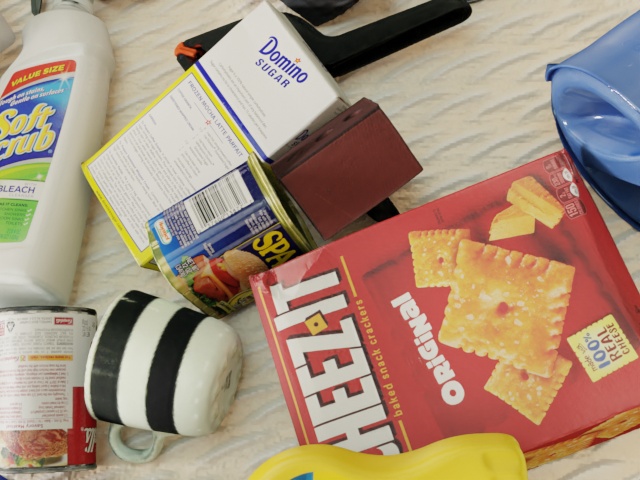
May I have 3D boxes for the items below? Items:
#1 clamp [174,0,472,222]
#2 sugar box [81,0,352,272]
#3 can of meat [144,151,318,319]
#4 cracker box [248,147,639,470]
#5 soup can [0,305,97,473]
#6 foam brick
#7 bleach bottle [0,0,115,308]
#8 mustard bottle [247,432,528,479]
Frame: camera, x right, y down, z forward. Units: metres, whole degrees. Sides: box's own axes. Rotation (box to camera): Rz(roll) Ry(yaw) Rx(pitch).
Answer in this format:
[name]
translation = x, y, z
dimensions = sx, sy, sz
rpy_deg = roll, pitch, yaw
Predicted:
[clamp]
translation = -0.004, -0.119, 0.751
dimensions = 0.210, 0.036, 0.164
rpy_deg = 23, 82, 23
[sugar box]
translation = -0.071, -0.068, 0.723
dimensions = 0.176, 0.048, 0.093
rpy_deg = -38, 70, 10
[can of meat]
translation = -0.054, 0.001, 0.682
dimensions = 0.084, 0.102, 0.057
rpy_deg = -30, 63, 3
[cracker box]
translation = 0.082, 0.060, 0.636
dimensions = 0.214, 0.072, 0.164
rpy_deg = -22, 64, 6
[soup can]
translation = -0.177, 0.095, 0.681
dimensions = 0.068, 0.068, 0.102
rpy_deg = -4, 80, 13
[foam brick]
translation = 0.016, -0.046, 0.667
dimensions = 0.078, 0.053, 0.051
rpy_deg = -36, 104, 2
[bleach bottle]
translation = -0.210, -0.075, 0.779
dimensions = 0.103, 0.068, 0.251
rpy_deg = -1, 65, 15
[mustard bottle]
translation = 0.012, 0.155, 0.557
dimensions = 0.191, 0.058, 0.096
rpy_deg = -4, 92, 6
